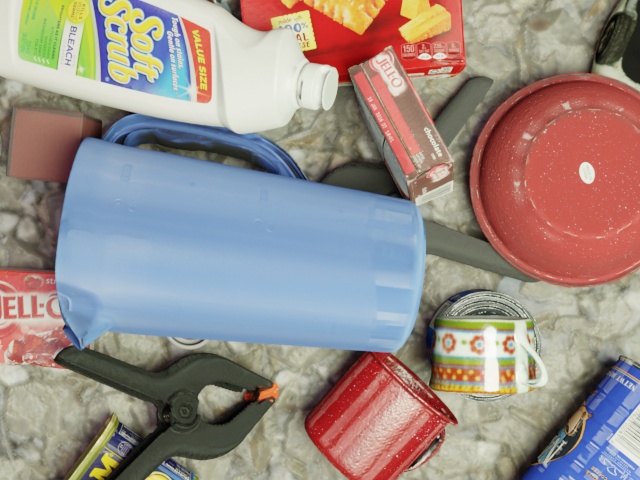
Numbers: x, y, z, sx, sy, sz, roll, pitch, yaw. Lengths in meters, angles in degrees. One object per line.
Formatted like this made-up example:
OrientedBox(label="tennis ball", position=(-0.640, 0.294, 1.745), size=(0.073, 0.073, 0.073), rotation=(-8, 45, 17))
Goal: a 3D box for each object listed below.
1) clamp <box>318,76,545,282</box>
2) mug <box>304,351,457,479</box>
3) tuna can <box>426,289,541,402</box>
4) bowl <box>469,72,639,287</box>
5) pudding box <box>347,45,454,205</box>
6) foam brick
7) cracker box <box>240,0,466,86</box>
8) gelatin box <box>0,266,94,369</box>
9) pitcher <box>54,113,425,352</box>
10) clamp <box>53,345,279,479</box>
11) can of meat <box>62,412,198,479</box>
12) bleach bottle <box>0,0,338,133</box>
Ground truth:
OrientedBox(label="clamp", position=(0.062, -0.032, 0.820), size=(0.210, 0.036, 0.164), rotation=(-10, 87, -2))
OrientedBox(label="mug", position=(0.049, 0.140, 0.808), size=(0.081, 0.093, 0.117), rotation=(-48, 130, 4))
OrientedBox(label="tuna can", position=(0.126, 0.081, 0.830), size=(0.086, 0.034, 0.086), rotation=(0, 92, -3))
OrientedBox(label="bowl", position=(0.191, -0.046, 0.774), size=(0.162, 0.055, 0.162), rotation=(0, 88, 4))
OrientedBox(label="pudding box", position=(0.059, -0.076, 0.750), size=(0.039, 0.113, 0.090), rotation=(-26, 80, 1))
OrientedBox(label="foam brick", position=(-0.195, -0.068, 0.784), size=(0.053, 0.078, 0.051), rotation=(6, 92, -1))
OrientedBox(label="cracker box", position=(0.018, -0.224, 0.792), size=(0.164, 0.072, 0.214), rotation=(-4, 92, -2))
OrientedBox(label="gelatin box", position=(-0.217, 0.059, 0.811), size=(0.089, 0.030, 0.073), rotation=(4, 92, -4))
OrientedBox(label="pitcher", position=(-0.055, 0.001, 0.742), size=(0.242, 0.145, 0.149), rotation=(8, 102, -5))
OrientedBox(label="clamp", position=(-0.110, 0.136, 0.781), size=(0.171, 0.039, 0.120), rotation=(2, 86, -28))
OrientedBox(label="can of meat", position=(-0.154, 0.197, 0.808), size=(0.084, 0.057, 0.102), rotation=(37, 91, -7))
OrientedBox(label="bleach bottle", position=(-0.107, -0.138, 0.750), size=(0.251, 0.068, 0.102), rotation=(14, 95, 17))
